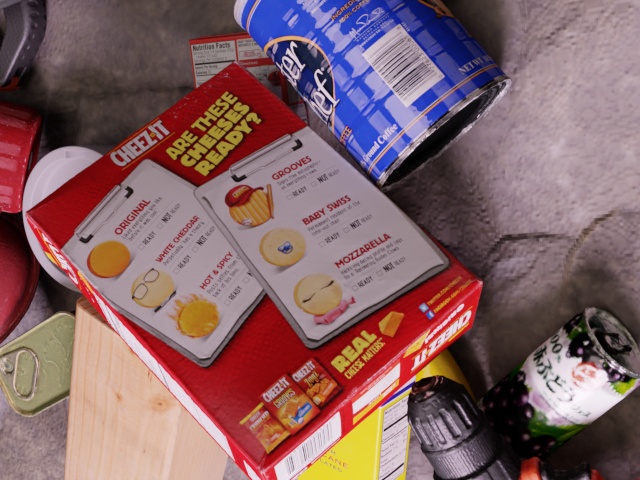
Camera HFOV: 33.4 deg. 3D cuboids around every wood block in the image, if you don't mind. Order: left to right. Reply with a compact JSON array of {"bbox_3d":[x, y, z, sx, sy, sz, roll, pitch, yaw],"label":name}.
[{"bbox_3d":[-0.114,0.113,0.742,0.090,0.090,0.206,31,134,17],"label":"wood block"}]

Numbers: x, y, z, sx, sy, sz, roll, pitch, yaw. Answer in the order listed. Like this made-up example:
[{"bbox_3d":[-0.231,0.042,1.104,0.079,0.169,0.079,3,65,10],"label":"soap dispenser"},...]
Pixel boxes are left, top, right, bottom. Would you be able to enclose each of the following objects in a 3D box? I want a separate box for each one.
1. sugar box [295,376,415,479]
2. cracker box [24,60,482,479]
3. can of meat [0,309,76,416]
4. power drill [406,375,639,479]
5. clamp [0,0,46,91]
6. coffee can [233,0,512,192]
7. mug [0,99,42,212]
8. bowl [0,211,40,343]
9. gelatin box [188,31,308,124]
[{"bbox_3d":[0.013,0.123,0.715,0.093,0.048,0.176,22,124,35],"label":"sugar box"},{"bbox_3d":[-0.039,0.018,0.626,0.214,0.164,0.072,43,160,23],"label":"cracker box"},{"bbox_3d":[-0.182,0.082,0.810,0.102,0.083,0.057,-30,88,30],"label":"can of meat"},{"bbox_3d":[0.162,0.131,0.611,0.188,0.057,0.184,-25,107,24],"label":"power drill"},{"bbox_3d":[-0.235,-0.200,0.798,0.120,0.039,0.171,-6,99,31],"label":"clamp"},{"bbox_3d":[0.030,-0.115,0.641,0.103,0.102,0.140,-44,81,29],"label":"coffee can"},{"bbox_3d":[-0.258,-0.057,0.795,0.081,0.117,0.093,12,155,-10],"label":"mug"},{"bbox_3d":[-0.301,0.024,0.818,0.162,0.162,0.055,16,151,24],"label":"bowl"},{"bbox_3d":[-0.047,-0.098,0.728,0.073,0.030,0.089,0,102,29],"label":"gelatin box"}]
